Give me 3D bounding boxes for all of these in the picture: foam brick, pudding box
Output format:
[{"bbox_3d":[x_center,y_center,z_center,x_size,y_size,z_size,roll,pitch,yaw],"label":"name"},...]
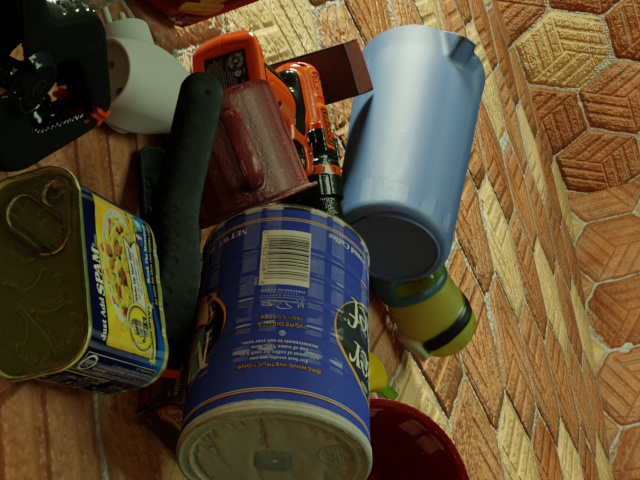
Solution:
[{"bbox_3d":[0.001,-0.152,0.996,0.053,0.078,0.051,-41,116,-69],"label":"foam brick"},{"bbox_3d":[-0.066,0.099,0.668,0.090,0.039,0.113,-86,153,-44],"label":"pudding box"}]

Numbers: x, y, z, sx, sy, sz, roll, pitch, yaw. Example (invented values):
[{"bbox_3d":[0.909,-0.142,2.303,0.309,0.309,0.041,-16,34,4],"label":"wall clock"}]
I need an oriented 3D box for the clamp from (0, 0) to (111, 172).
[{"bbox_3d":[-0.151,-0.070,0.491,0.164,0.036,0.210,-58,171,-4],"label":"clamp"}]

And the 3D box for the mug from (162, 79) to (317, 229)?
[{"bbox_3d":[-0.058,-0.059,0.721,0.117,0.093,0.081,-170,-121,-84],"label":"mug"}]

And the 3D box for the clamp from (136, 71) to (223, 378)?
[{"bbox_3d":[-0.093,-0.003,0.631,0.120,0.039,0.171,146,-46,-70],"label":"clamp"}]

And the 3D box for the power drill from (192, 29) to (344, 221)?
[{"bbox_3d":[-0.034,-0.078,0.874,0.187,0.057,0.184,28,48,-68],"label":"power drill"}]

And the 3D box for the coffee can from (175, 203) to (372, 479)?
[{"bbox_3d":[-0.023,0.064,0.601,0.102,0.103,0.140,57,25,-43],"label":"coffee can"}]

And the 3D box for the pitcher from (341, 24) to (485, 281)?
[{"bbox_3d":[0.078,-0.078,1.033,0.149,0.145,0.242,74,22,-47],"label":"pitcher"}]

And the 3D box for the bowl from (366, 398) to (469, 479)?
[{"bbox_3d":[0.029,0.196,0.770,0.161,0.055,0.162,5,78,-25],"label":"bowl"}]

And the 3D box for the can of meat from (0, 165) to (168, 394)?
[{"bbox_3d":[-0.121,0.024,0.538,0.083,0.057,0.102,35,43,-65],"label":"can of meat"}]
